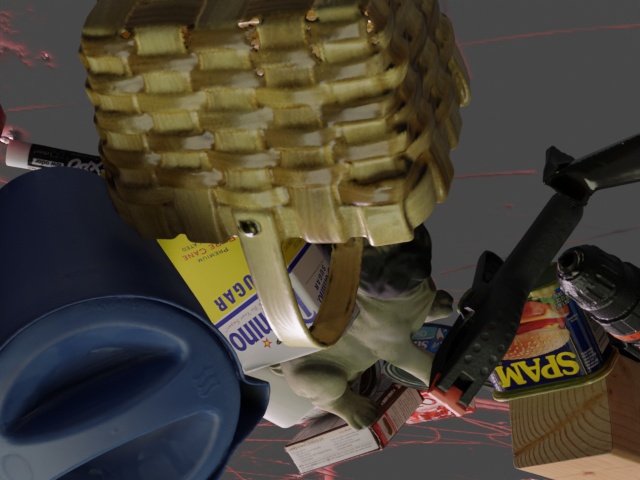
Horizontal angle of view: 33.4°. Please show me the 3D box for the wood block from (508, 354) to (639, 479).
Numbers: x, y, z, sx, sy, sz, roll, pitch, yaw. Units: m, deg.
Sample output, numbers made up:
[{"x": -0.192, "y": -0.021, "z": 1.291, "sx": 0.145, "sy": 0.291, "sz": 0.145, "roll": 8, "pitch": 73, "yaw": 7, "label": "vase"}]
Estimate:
[{"x": 0.258, "y": 0.164, "z": 0.921, "sx": 0.091, "sy": 0.090, "sz": 0.205, "roll": -20, "pitch": 149, "yaw": 38, "label": "wood block"}]

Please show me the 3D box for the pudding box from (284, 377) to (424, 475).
[{"x": 0.032, "y": 0.175, "z": 1.022, "sx": 0.114, "sy": 0.089, "sz": 0.039, "roll": -30, "pitch": 96, "yaw": 40, "label": "pudding box"}]

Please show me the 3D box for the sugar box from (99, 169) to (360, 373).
[{"x": -0.060, "y": 0.003, "z": 0.718, "sx": 0.094, "sy": 0.048, "sz": 0.176, "roll": -23, "pitch": 107, "yaw": 37, "label": "sugar box"}]

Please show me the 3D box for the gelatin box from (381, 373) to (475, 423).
[{"x": 0.099, "y": 0.155, "z": 1.069, "sx": 0.089, "sy": 0.030, "sz": 0.073, "roll": -18, "pitch": 143, "yaw": 38, "label": "gelatin box"}]

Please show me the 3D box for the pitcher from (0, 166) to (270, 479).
[{"x": -0.144, "y": 0.043, "z": 0.593, "sx": 0.145, "sy": 0.243, "sz": 0.149, "roll": -42, "pitch": 119, "yaw": 0, "label": "pitcher"}]

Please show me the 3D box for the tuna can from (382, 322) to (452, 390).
[{"x": 0.100, "y": 0.107, "z": 0.975, "sx": 0.086, "sy": 0.033, "sz": 0.086, "roll": 6, "pitch": 152, "yaw": 3, "label": "tuna can"}]

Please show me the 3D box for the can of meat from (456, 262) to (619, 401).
[{"x": 0.166, "y": 0.069, "z": 0.827, "sx": 0.102, "sy": 0.057, "sz": 0.084, "roll": -18, "pitch": 103, "yaw": 36, "label": "can of meat"}]

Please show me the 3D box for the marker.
[{"x": -0.160, "y": -0.052, "z": 0.757, "sx": 0.121, "sy": 0.020, "sz": 0.020, "roll": 10, "pitch": 152, "yaw": -6, "label": "marker"}]

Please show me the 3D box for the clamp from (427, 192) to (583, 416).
[{"x": 0.116, "y": 0.048, "z": 0.744, "sx": 0.039, "sy": 0.171, "sz": 0.120, "roll": 35, "pitch": 156, "yaw": 2, "label": "clamp"}]
